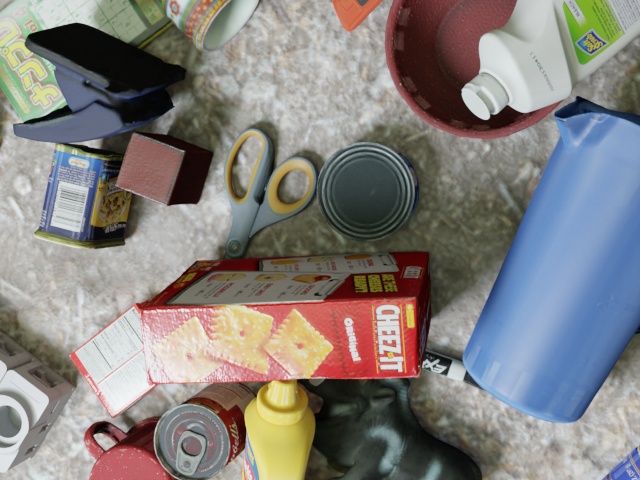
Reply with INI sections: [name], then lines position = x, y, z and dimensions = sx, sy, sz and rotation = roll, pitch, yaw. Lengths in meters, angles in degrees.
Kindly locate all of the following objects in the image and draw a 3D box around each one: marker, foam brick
[marker]
position = 0.096, 0.105, 0.931
dimensions = 0.121, 0.020, 0.020
rotation = 18, 99, 12
[foam brick]
position = -0.136, -0.063, 0.944
dimensions = 0.051, 0.078, 0.053
rotation = 21, 97, 11

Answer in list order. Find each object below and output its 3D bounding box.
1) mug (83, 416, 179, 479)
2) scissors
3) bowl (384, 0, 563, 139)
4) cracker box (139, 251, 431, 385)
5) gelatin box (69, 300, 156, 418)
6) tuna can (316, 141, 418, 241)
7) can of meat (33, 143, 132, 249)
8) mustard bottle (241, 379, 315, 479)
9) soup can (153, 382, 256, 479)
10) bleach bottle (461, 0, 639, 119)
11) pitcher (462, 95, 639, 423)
[mug]
position = -0.167, 0.208, 0.972
dimensions = 0.117, 0.081, 0.093
rotation = 42, 103, 7
[scissors]
position = -0.056, 0.001, 0.961
dimensions = 0.096, 0.016, 0.202
rotation = 9, 97, 13
[bowl]
position = 0.136, -0.164, 0.880
dimensions = 0.162, 0.055, 0.162
rotation = 1, 95, 14
[cracker box]
position = -0.020, 0.062, 0.874
dimensions = 0.214, 0.164, 0.072
rotation = -2, 102, 10
[gelatin box]
position = -0.177, 0.110, 0.993
dimensions = 0.089, 0.030, 0.073
rotation = -37, 84, 14
[tuna can]
position = 0.042, -0.042, 0.924
dimensions = 0.086, 0.033, 0.086
rotation = 1, 95, 14
[can of meat]
position = -0.205, -0.040, 0.951
dimensions = 0.057, 0.102, 0.084
rotation = 14, 96, 11
[mustard bottle]
position = -0.038, 0.187, 0.896
dimensions = 0.058, 0.096, 0.192
rotation = 3, 124, -9
[soup can]
position = -0.096, 0.166, 0.940
dimensions = 0.068, 0.102, 0.068
rotation = 1, 95, 13
[bleach bottle]
position = 0.200, -0.187, 0.797
dimensions = 0.250, 0.068, 0.102
rotation = -42, 109, -10
[pitcher]
position = 0.220, 0.021, 0.847
dimensions = 0.149, 0.144, 0.243
rotation = 30, 105, 22
